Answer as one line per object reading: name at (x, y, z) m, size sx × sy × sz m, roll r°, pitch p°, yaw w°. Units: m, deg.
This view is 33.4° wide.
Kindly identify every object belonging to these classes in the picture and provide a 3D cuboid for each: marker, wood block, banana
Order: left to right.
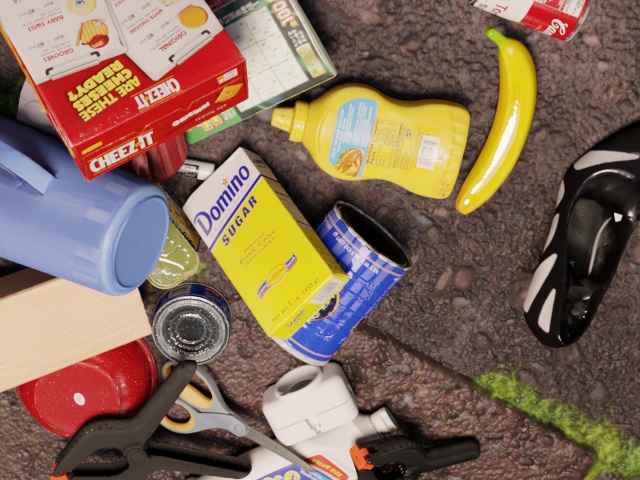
wood block at (-0.287, 0.080, 1.075) m, size 0.205 × 0.090 × 0.091 m, roll -21°, pitch 108°, yaw -16°
marker at (-0.169, -0.081, 1.090) m, size 0.121 × 0.020 × 0.020 m, roll 10°, pitch 111°, yaw -5°
banana at (0.180, -0.119, 1.072) m, size 0.069 × 0.037 × 0.198 m, roll 0°, pitch 115°, yaw -12°

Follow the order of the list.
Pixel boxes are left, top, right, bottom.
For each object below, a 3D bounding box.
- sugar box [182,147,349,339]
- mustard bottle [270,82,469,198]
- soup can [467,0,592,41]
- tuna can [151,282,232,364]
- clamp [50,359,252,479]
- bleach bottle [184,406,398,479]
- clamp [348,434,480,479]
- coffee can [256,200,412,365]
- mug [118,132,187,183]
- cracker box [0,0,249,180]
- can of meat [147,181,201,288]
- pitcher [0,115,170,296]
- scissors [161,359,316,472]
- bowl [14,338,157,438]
sugar box at (-0.057, 0.001, 1.057) m, size 0.093 × 0.048 × 0.176 m, roll -44°, pitch 66°, yaw 14°
mustard bottle at (0.046, -0.105, 1.065) m, size 0.191 × 0.058 × 0.096 m, roll 11°, pitch 110°, yaw -6°
soup can at (0.199, -0.238, 1.011) m, size 0.102 × 0.068 × 0.068 m, roll 19°, pitch 110°, yaw -8°
tuna can at (-0.139, 0.091, 1.151) m, size 0.086 × 0.034 × 0.086 m, roll 0°, pitch 112°, yaw -1°
clamp at (-0.194, 0.211, 1.141) m, size 0.210 × 0.036 × 0.164 m, roll -13°, pitch 119°, yaw 4°
bleach bottle at (-0.030, 0.257, 1.206) m, size 0.251 × 0.068 × 0.102 m, roll -32°, pitch 109°, yaw 8°
clamp at (0.103, 0.249, 1.190) m, size 0.120 × 0.039 × 0.171 m, roll -49°, pitch 137°, yaw 6°
coffee can at (0.011, 0.044, 1.100) m, size 0.102 × 0.103 × 0.140 m, roll 36°, pitch 106°, yaw -14°
mug at (-0.172, -0.099, 1.026) m, size 0.093 × 0.117 × 0.081 m, roll -14°, pitch 141°, yaw -4°
cracker box at (-0.184, -0.180, 0.937) m, size 0.164 × 0.072 × 0.214 m, roll -29°, pitch 68°, yaw -11°
can of meat at (-0.165, -0.014, 1.082) m, size 0.057 × 0.084 × 0.102 m, roll -33°, pitch 109°, yaw 11°
pitcher at (-0.268, -0.042, 0.979) m, size 0.243 × 0.149 × 0.145 m, roll 20°, pitch 113°, yaw 19°
scissors at (-0.106, 0.213, 1.181) m, size 0.202 × 0.016 × 0.096 m, roll 44°, pitch 116°, yaw 2°
bowl at (-0.261, 0.160, 1.164) m, size 0.162 × 0.055 × 0.162 m, roll -1°, pitch 112°, yaw -2°
